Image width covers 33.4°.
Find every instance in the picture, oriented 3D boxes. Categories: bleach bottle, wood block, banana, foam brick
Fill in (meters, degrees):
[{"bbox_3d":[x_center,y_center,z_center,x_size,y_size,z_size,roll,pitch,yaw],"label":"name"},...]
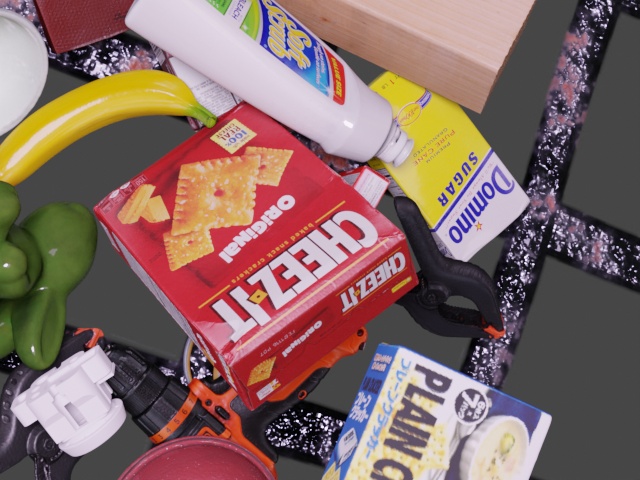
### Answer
[{"bbox_3d":[-0.030,-0.143,0.865,0.250,0.068,0.102,32,39,-17],"label":"bleach bottle"},{"bbox_3d":[0.066,-0.201,0.893,0.206,0.090,0.090,26,76,7],"label":"wood block"},{"bbox_3d":[-0.187,-0.097,0.871,0.198,0.037,0.070,-19,57,0],"label":"banana"},{"bbox_3d":[-0.192,-0.190,0.873,0.078,0.051,0.053,-21,112,-15],"label":"foam brick"}]

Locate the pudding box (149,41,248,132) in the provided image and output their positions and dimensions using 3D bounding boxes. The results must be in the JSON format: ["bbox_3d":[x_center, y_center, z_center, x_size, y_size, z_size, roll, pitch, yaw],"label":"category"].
[{"bbox_3d":[-0.091,-0.162,0.912,0.090,0.039,0.113,-27,97,-14],"label":"pudding box"}]

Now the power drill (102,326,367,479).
[{"bbox_3d":[-0.067,0.102,0.883,0.184,0.057,0.187,44,80,-14],"label":"power drill"}]

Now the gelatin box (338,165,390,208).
[{"bbox_3d":[0.017,-0.018,0.916,0.030,0.073,0.089,32,80,-13],"label":"gelatin box"}]

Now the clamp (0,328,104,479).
[{"bbox_3d":[-0.218,0.170,0.847,0.164,0.036,0.209,46,57,-33],"label":"clamp"}]

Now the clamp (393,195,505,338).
[{"bbox_3d":[0.086,0.042,0.939,0.171,0.120,0.039,40,36,-22],"label":"clamp"}]

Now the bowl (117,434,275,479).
[{"bbox_3d":[-0.087,0.232,0.808,0.161,0.055,0.162,2,86,-27],"label":"bowl"}]

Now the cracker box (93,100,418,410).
[{"bbox_3d":[-0.055,0.001,0.835,0.164,0.214,0.072,-37,142,-13],"label":"cracker box"}]

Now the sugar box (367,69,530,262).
[{"bbox_3d":[0.100,-0.072,0.954,0.093,0.048,0.176,-41,97,-12],"label":"sugar box"}]
